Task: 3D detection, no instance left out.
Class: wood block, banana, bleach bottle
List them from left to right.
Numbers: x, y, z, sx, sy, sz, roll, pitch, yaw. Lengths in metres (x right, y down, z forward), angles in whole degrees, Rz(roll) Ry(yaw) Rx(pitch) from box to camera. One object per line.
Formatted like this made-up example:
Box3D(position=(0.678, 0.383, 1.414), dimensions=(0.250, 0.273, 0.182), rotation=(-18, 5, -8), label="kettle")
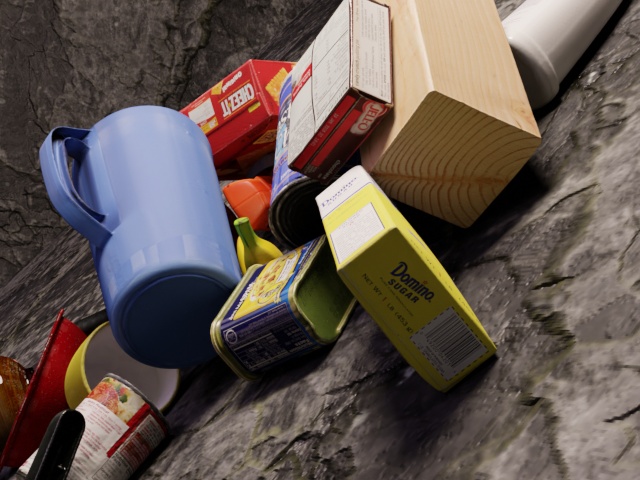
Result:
Box3D(position=(-0.051, 0.019, 0.931), dimensions=(0.037, 0.069, 0.198), rotation=(-16, -3, -6), label="banana")
Box3D(position=(0.082, -0.118, 0.787), dimensions=(0.090, 0.090, 0.206), rotation=(-54, 25, 34), label="wood block")
Box3D(position=(0.217, -0.203, 0.917), dimensions=(0.250, 0.068, 0.103), rotation=(-46, 15, -28), label="bleach bottle")

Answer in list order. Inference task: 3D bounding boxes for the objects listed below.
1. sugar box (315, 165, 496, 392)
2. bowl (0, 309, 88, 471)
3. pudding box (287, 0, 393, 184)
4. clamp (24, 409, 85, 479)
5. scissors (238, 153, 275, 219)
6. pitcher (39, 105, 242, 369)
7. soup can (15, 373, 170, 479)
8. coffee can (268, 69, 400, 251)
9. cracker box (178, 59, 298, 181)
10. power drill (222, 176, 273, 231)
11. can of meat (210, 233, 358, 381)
Box3D(position=(0.045, 0.015, 0.638), dimensions=(0.048, 0.093, 0.176), rotation=(-37, 15, 8), label="sugar box")
Box3D(position=(-0.249, 0.149, 1.006), dimensions=(0.162, 0.055, 0.162), rotation=(-160, 91, -80), label="bowl")
Box3D(position=(0.014, -0.110, 0.763), dimensions=(0.090, 0.039, 0.113), rotation=(-47, 31, 41), label="pudding box")
Box3D(position=(-0.198, 0.228, 0.699), dimensions=(0.210, 0.036, 0.165), rotation=(-52, 38, -6), label="clamp")
Box3D(position=(-0.051, -0.053, 1.192), dimensions=(0.096, 0.016, 0.202), rotation=(-18, -16, -14), label="scissors")
Box3D(position=(-0.146, -0.008, 0.911), dimensions=(0.149, 0.145, 0.243), rotation=(-15, 37, -7), label="pitcher")
Box3D(position=(-0.173, 0.162, 0.816), dimensions=(0.102, 0.068, 0.069), rotation=(-48, 16, -26), label="soup can")
Box3D(position=(0.013, -0.067, 0.857), dimensions=(0.103, 0.102, 0.140), rotation=(-31, 38, 33), label="coffee can")
Box3D(position=(-0.044, -0.122, 1.144), dimensions=(0.164, 0.072, 0.213), rotation=(-28, -15, 38), label="cracker box")
Box3D(position=(-0.002, -0.083, 1.029), dimensions=(0.188, 0.057, 0.184), rotation=(-36, -12, 16), label="power drill")
Box3D(position=(-0.021, 0.047, 0.791), dimensions=(0.084, 0.057, 0.102), rotation=(-27, 20, 36), label="can of meat")
